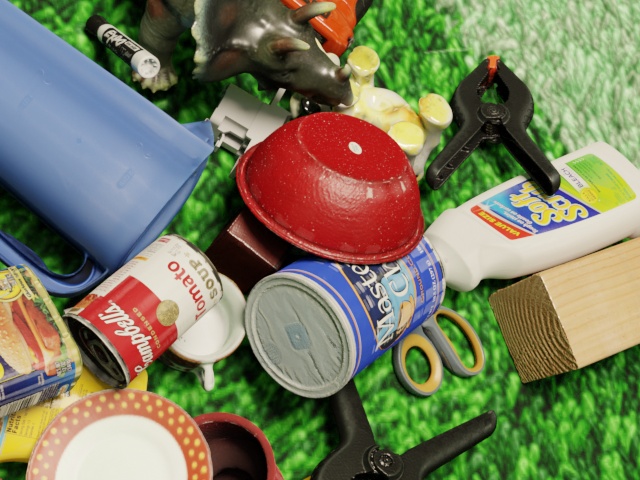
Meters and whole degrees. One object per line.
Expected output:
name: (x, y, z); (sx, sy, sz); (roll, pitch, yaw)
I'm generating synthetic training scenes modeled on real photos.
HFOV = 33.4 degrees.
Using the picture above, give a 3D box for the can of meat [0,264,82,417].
can of meat: (-0.226, 0.072, 0.739); (0.083, 0.058, 0.102); (-19, 67, -38)

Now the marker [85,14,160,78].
marker: (-0.165, -0.161, 0.877); (0.020, 0.121, 0.020); (-17, 124, -26)

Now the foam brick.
foam brick: (-0.056, 0.001, 0.882); (0.051, 0.078, 0.053); (38, 61, -7)

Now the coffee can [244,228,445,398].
coffee can: (0.022, 0.050, 0.859); (0.140, 0.103, 0.103); (-30, 87, -47)

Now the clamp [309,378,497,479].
clamp: (0.056, 0.183, 0.851); (0.164, 0.036, 0.210); (19, 47, -3)

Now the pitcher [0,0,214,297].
pitcher: (-0.216, -0.082, 0.817); (0.243, 0.145, 0.149); (38, 27, -4)

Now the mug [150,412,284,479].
mug: (-0.079, 0.179, 0.806); (0.093, 0.081, 0.117); (-40, 62, -11)

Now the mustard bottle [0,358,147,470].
mustard bottle: (-0.230, 0.119, 0.784); (0.191, 0.058, 0.096); (16, 73, -18)

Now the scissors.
scissors: (0.065, 0.055, 0.950); (0.202, 0.016, 0.096); (47, 63, -3)

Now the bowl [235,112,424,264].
bowl: (0.017, -0.054, 0.852); (0.162, 0.055, 0.162); (14, 37, -11)

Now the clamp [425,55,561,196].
clamp: (0.152, -0.106, 1.006); (0.120, 0.039, 0.171); (0, 49, -5)

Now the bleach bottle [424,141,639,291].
bleach bottle: (0.191, -0.009, 0.985); (0.250, 0.068, 0.103); (-24, 60, -26)

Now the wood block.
wood block: (0.275, 0.053, 0.995); (0.205, 0.091, 0.090); (-17, 81, -26)

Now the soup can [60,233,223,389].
soup can: (-0.129, 0.050, 0.779); (0.068, 0.069, 0.102); (49, 60, -2)
